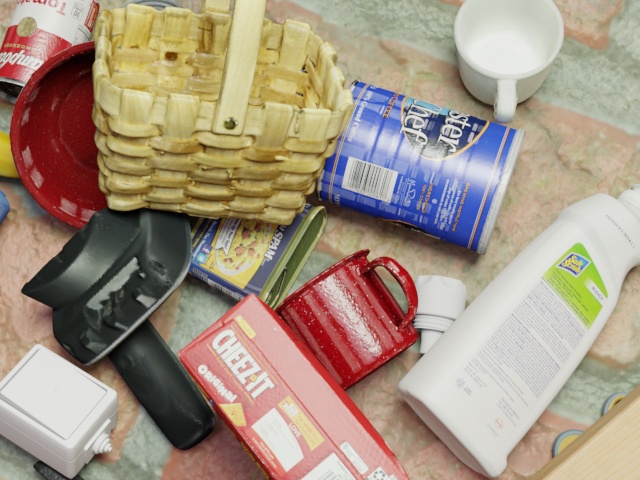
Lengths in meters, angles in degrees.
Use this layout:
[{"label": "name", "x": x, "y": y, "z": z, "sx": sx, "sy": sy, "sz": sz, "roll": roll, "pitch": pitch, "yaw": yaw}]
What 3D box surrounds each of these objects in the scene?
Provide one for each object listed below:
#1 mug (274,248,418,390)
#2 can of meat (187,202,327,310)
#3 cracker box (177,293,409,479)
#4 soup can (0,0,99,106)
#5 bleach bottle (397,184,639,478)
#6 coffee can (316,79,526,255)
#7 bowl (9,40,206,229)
[{"label": "mug", "x": 0.030, "y": 0.059, "z": 0.823, "sx": 0.117, "sy": 0.093, "sz": 0.081, "roll": -40, "pitch": 80, "yaw": 33}, {"label": "can of meat", "x": -0.056, "y": 0.001, "z": 0.867, "sx": 0.084, "sy": 0.057, "sz": 0.102, "roll": 28, "pitch": 80, "yaw": 13}, {"label": "cracker box", "x": -0.010, "y": 0.136, "z": 0.750, "sx": 0.072, "sy": 0.213, "sz": 0.164, "roll": -39, "pitch": 77, "yaw": -7}, {"label": "soup can", "x": -0.236, "y": -0.168, "z": 0.916, "sx": 0.068, "sy": 0.068, "sz": 0.102, "roll": 15, "pitch": 78, "yaw": 8}, {"label": "bleach bottle", "x": 0.178, "y": 0.058, "z": 0.827, "sx": 0.250, "sy": 0.068, "sz": 0.102, "roll": -45, "pitch": 105, "yaw": -12}, {"label": "coffee can", "x": 0.079, "y": -0.058, "z": 0.845, "sx": 0.140, "sy": 0.103, "sz": 0.103, "roll": 18, "pitch": 79, "yaw": 9}, {"label": "bowl", "x": -0.170, "y": -0.089, "z": 0.876, "sx": 0.162, "sy": 0.055, "sz": 0.162, "roll": -4, "pitch": 111, "yaw": -10}]
